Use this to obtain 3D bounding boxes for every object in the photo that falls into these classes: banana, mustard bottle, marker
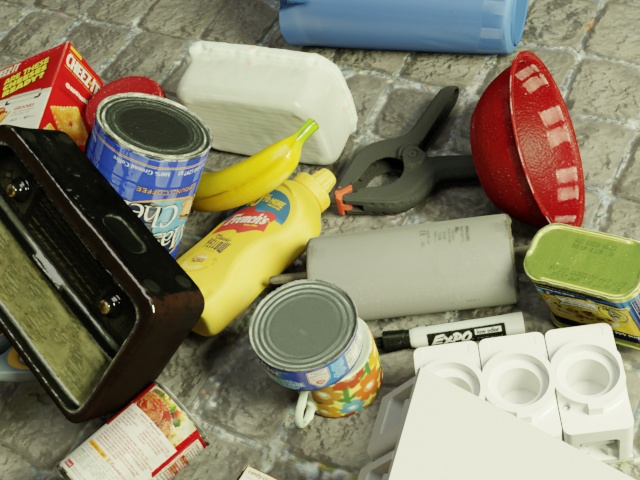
[{"bbox_3d":[-0.080,-0.055,0.970,0.198,0.037,0.069,-16,25,43],"label":"banana"},{"bbox_3d":[-0.056,0.001,0.951,0.191,0.058,0.096,-43,30,-21],"label":"mustard bottle"},{"bbox_3d":[0.106,0.076,0.876,0.121,0.020,0.020,-9,50,8],"label":"marker"}]

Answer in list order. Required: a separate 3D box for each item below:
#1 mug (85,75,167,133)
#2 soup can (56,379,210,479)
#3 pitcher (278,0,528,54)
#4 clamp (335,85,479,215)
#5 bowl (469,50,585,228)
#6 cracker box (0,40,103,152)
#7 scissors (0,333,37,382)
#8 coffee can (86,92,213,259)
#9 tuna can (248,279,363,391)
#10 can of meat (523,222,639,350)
[{"bbox_3d":[-0.173,-0.104,1.055,0.117,0.081,0.093,24,61,30],"label":"mug"},{"bbox_3d":[-0.146,0.168,0.837,0.102,0.068,0.069,-41,53,-17],"label":"soup can"},{"bbox_3d":[0.088,-0.258,1.092,0.243,0.145,0.149,9,67,17],"label":"pitcher"},{"bbox_3d":[0.087,-0.080,0.995,0.171,0.039,0.120,-19,49,-6],"label":"clamp"},{"bbox_3d":[0.171,-0.076,0.906,0.055,0.162,0.162,-14,47,30],"label":"bowl"},{"bbox_3d":[-0.315,-0.080,1.057,0.164,0.072,0.213,-16,46,25],"label":"cracker box"},{"bbox_3d":[-0.282,0.118,0.867,0.096,0.016,0.201,22,43,13],"label":"scissors"},{"bbox_3d":[-0.162,-0.044,0.945,0.102,0.140,0.103,15,33,-11],"label":"coffee can"},{"bbox_3d":[-0.010,0.074,0.829,0.086,0.034,0.086,-7,50,9],"label":"tuna can"},{"bbox_3d":[0.215,0.035,0.820,0.102,0.083,0.057,14,69,39],"label":"can of meat"}]
